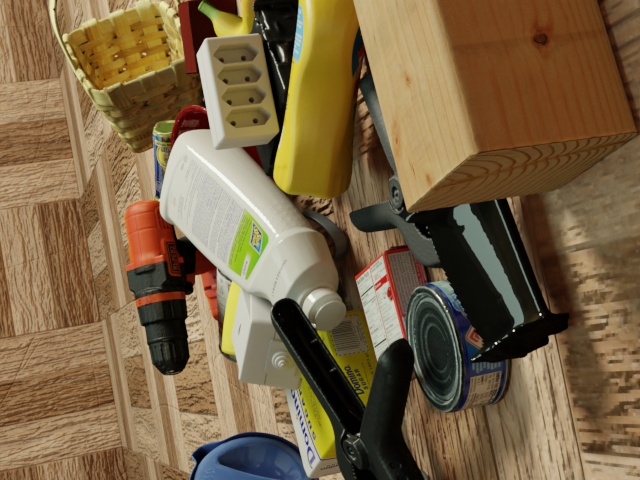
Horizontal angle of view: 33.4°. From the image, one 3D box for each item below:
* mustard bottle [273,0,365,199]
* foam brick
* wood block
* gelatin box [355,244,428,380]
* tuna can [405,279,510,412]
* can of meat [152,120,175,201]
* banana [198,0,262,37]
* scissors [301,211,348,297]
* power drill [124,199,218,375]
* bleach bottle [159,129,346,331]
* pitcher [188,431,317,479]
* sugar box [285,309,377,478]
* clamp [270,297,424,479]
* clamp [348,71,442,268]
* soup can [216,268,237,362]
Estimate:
[{"bbox_3d":[0.006,-0.132,0.768,0.096,0.058,0.192,-73,-9,-73],"label":"mustard bottle"},{"bbox_3d":[-0.119,-0.219,1.140,0.051,0.053,0.078,-157,60,-69],"label":"foam brick"},{"bbox_3d":[0.074,-0.130,0.544,0.090,0.090,0.206,134,125,-68],"label":"wood block"},{"bbox_3d":[0.058,0.055,0.777,0.073,0.030,0.089,129,130,-68],"label":"gelatin box"},{"bbox_3d":[0.087,0.067,0.690,0.086,0.033,0.086,171,90,-72],"label":"tuna can"},{"bbox_3d":[-0.133,-0.085,1.171,0.057,0.102,0.084,-85,-3,-69],"label":"can of meat"},{"bbox_3d":[-0.068,-0.198,0.987,0.037,0.069,0.198,-59,20,-5],"label":"banana"},{"bbox_3d":[-0.037,0.003,0.982,0.202,0.016,0.096,14,122,54],"label":"scissors"},{"bbox_3d":[-0.140,0.053,1.166,0.187,0.057,0.184,10,-112,-67],"label":"power drill"},{"bbox_3d":[-0.056,0.001,0.915,0.251,0.067,0.103,46,131,44],"label":"bleach bottle"},{"bbox_3d":[-0.067,0.335,1.160,0.243,0.145,0.149,94,171,-45],"label":"pitcher"},{"bbox_3d":[0.012,0.138,0.931,0.176,0.048,0.093,116,143,-58],"label":"sugar box"},{"bbox_3d":[0.040,0.143,0.772,0.165,0.036,0.210,3,116,62],"label":"clamp"},{"bbox_3d":[0.062,-0.026,0.713,0.171,0.039,0.120,-121,26,-48],"label":"clamp"},{"bbox_3d":[-0.074,0.069,1.122,0.068,0.068,0.102,-127,33,-55],"label":"soup can"}]
